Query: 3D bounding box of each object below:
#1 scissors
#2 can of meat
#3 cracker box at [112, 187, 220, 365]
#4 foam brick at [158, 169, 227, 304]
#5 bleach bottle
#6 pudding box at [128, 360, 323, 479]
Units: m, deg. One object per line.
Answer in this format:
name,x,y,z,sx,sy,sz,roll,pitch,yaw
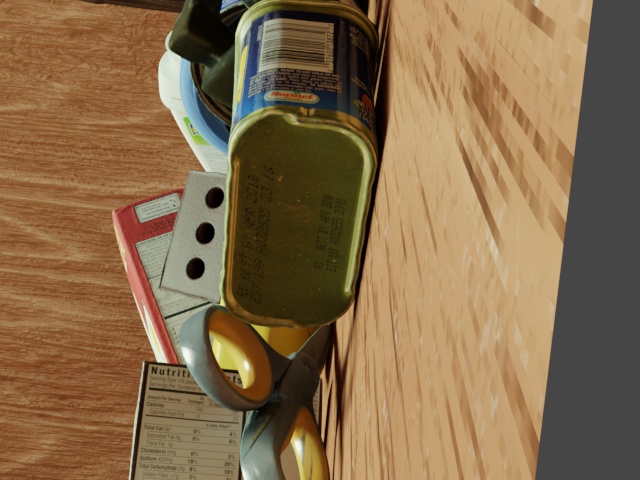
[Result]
scissors,-0.020,0.046,0.459,0.096,0.016,0.201,56,-168,-17
can of meat,-0.009,-0.029,0.411,0.084,0.057,0.102,-88,4,-52
cracker box,-0.078,0.090,0.776,0.164,0.072,0.214,97,150,-66
foam brick,-0.054,0.001,0.649,0.051,0.053,0.078,20,-98,-53
bleach bottle,-0.069,-0.101,0.934,0.250,0.103,0.068,61,-149,-60
pudding box,-0.047,0.117,0.505,0.039,0.090,0.113,107,168,-61
